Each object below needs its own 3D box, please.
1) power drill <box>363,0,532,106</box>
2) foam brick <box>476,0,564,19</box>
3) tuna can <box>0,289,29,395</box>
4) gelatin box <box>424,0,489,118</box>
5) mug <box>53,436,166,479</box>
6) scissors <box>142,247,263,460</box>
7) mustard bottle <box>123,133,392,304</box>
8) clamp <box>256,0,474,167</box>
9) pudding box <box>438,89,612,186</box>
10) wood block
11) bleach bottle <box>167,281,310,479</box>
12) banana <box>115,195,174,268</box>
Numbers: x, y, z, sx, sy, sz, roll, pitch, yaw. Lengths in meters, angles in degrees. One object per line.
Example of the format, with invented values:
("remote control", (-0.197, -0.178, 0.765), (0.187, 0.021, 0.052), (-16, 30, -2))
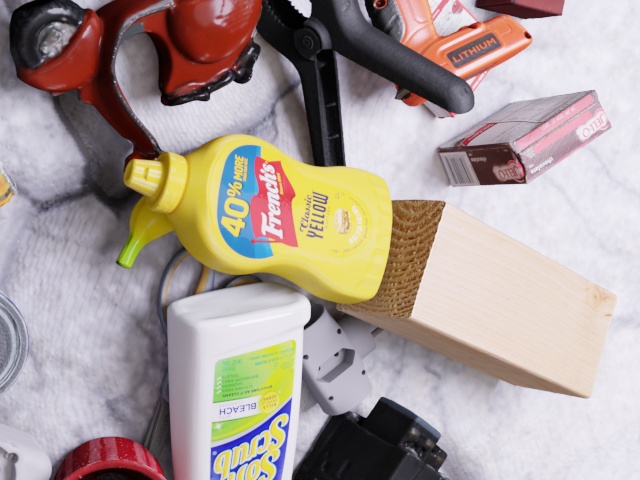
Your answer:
("power drill", (0.080, -0.209, 0.795), (0.184, 0.057, 0.187), (-29, 89, -13))
("foam brick", (0.165, -0.223, 0.861), (0.051, 0.053, 0.078), (6, 95, -26))
("tuna can", (-0.240, 0.068, 0.712), (0.086, 0.034, 0.086), (-3, 98, -25))
("gelatin box", (0.092, -0.152, 0.846), (0.089, 0.030, 0.073), (41, 79, -21))
("mug", (-0.155, 0.190, 0.736), (0.117, 0.081, 0.093), (-29, 101, -8))
("scissors", (-0.090, 0.104, 0.799), (0.096, 0.016, 0.202), (4, 95, -26))
("mustard bottle", (-0.043, -0.022, 0.738), (0.191, 0.058, 0.096), (16, 74, -27))
("clamp", (0.011, -0.146, 0.755), (0.036, 0.165, 0.210), (-37, 102, -41))
("pudding box", (0.158, -0.079, 0.841), (0.090, 0.114, 0.039), (-31, 105, -19))
("wood block", (0.125, 0.047, 0.833), (0.205, 0.090, 0.091), (25, 77, -35))
("bleach bottle", (-0.058, 0.162, 0.787), (0.102, 0.068, 0.251), (-10, 110, -29))
("banana", (-0.058, -0.017, 0.787), (0.197, 0.037, 0.069), (-1, 97, -27))
